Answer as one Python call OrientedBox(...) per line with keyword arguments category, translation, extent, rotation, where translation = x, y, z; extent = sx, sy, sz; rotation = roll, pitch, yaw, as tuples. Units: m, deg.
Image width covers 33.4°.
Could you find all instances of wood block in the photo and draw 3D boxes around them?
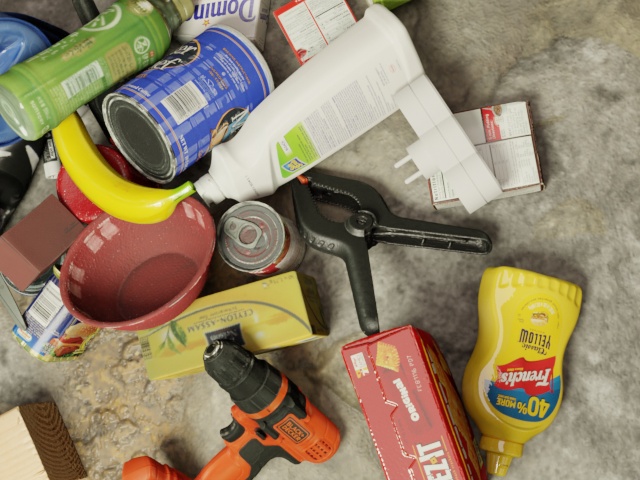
OrientedBox(category="wood block", translation=(-0.362, 0.253, 1.100), extent=(0.206, 0.090, 0.091), rotation=(-28, 80, 7))

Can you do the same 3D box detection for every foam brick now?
OrientedBox(category="foam brick", translation=(-0.282, 0.002, 1.059), extent=(0.053, 0.078, 0.051), rotation=(47, 137, -7))

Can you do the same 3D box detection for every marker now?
OrientedBox(category="marker", translation=(-0.302, -0.127, 1.167), extent=(0.020, 0.020, 0.121), rotation=(-15, 81, 10))

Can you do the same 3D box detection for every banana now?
OrientedBox(category="banana", translation=(-0.205, -0.068, 1.039), extent=(0.198, 0.037, 0.069), rotation=(33, 83, 25))

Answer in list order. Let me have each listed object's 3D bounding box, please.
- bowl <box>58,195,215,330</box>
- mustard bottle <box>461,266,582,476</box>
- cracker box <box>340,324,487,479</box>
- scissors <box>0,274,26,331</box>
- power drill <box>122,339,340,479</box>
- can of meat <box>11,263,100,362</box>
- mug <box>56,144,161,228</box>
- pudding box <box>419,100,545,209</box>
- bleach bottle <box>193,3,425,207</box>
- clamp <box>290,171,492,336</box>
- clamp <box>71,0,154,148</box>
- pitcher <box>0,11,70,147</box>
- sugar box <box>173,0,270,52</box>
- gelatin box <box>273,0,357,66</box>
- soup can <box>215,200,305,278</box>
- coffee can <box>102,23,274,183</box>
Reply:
OrientedBox(category="bowl", translation=(-0.166, 0.030, 1.023), extent=(0.162, 0.055, 0.162), rotation=(-12, 49, 13))
OrientedBox(category="mustard bottle", translation=(0.184, 0.126, 1.006), extent=(0.096, 0.058, 0.191), rotation=(15, 83, -18))
OrientedBox(category="cracker box", translation=(0.091, 0.163, 0.952), extent=(0.072, 0.213, 0.164), rotation=(-21, 80, 7))
OrientedBox(category="scissors", translation=(-0.363, 0.013, 1.078), extent=(0.096, 0.016, 0.202), rotation=(-22, 75, 11))
OrientedBox(category="power drill", translation=(-0.098, 0.194, 1.025), extent=(0.188, 0.057, 0.184), rotation=(-37, 122, 11))
OrientedBox(category="can of meat", translation=(-0.259, 0.076, 1.094), extent=(0.057, 0.102, 0.084), rotation=(39, 94, 14))
OrientedBox(category="mug", translation=(-0.213, -0.046, 1.107), extent=(0.117, 0.081, 0.093), rotation=(40, 92, 13))
OrientedBox(category="pudding box", translation=(0.159, -0.085, 1.058), extent=(0.113, 0.039, 0.090), rotation=(-10, 82, 13))
OrientedBox(category="bleach bottle", translation=(-0.018, -0.120, 1.049), extent=(0.251, 0.102, 0.068), rotation=(-35, 46, -3))
OrientedBox(category="clamp", translation=(0.038, 0.000, 1.040), extent=(0.210, 0.036, 0.164), rotation=(32, 56, 27))
OrientedBox(category="clamp", translation=(-0.214, -0.185, 1.121), extent=(0.120, 0.039, 0.171), rotation=(12, 85, -24))
OrientedBox(category="pitcher", translation=(-0.381, -0.202, 1.113), extent=(0.243, 0.149, 0.145), rotation=(31, 92, 37))
OrientedBox(category="sugar box", translation=(-0.097, -0.292, 1.130), extent=(0.093, 0.048, 0.176), rotation=(6, 84, 12))
OrientedBox(category="gelatin box", translation=(0.004, -0.215, 1.109), extent=(0.073, 0.030, 0.089), rotation=(-29, 79, 6))
OrientedBox(category="soup can", translation=(-0.057, 0.001, 1.059), extent=(0.068, 0.102, 0.068), rotation=(-1, 83, 11))
OrientedBox(category="coffee can", translation=(-0.129, -0.137, 1.060), extent=(0.103, 0.103, 0.140), rotation=(42, 60, 13))
